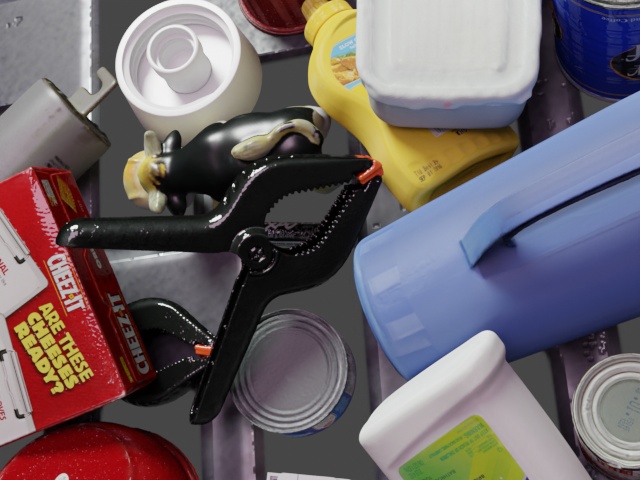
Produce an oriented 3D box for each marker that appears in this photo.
[{"bbox_3d":[-0.033,-0.005,0.783,0.121,0.020,0.020,1,74,17],"label":"marker"}]

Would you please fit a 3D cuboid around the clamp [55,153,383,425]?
[{"bbox_3d":[-0.055,0.001,0.700,0.210,0.036,0.164,-41,109,-1],"label":"clamp"}]

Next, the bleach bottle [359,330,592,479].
[{"bbox_3d":[0.137,0.179,0.617,0.103,0.068,0.251,-39,90,28],"label":"bleach bottle"}]

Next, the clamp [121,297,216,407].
[{"bbox_3d":[-0.150,0.071,0.782,0.171,0.039,0.120,-8,81,13],"label":"clamp"}]

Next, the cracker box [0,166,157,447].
[{"bbox_3d":[-0.244,0.065,0.743,0.214,0.072,0.164,-23,89,12],"label":"cracker box"}]

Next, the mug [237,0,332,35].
[{"bbox_3d":[-0.039,-0.226,0.818,0.093,0.081,0.117,-35,68,3],"label":"mug"}]

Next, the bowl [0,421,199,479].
[{"bbox_3d":[-0.162,0.177,0.709,0.162,0.055,0.162,-7,44,7],"label":"bowl"}]

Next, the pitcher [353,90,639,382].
[{"bbox_3d":[0.143,-0.001,0.655,0.243,0.149,0.145,-26,26,16],"label":"pitcher"}]

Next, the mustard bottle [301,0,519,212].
[{"bbox_3d":[0.047,-0.110,0.764,0.096,0.058,0.192,-27,64,-25],"label":"mustard bottle"}]

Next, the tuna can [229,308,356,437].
[{"bbox_3d":[-0.019,0.093,0.741,0.086,0.033,0.086,-5,72,14],"label":"tuna can"}]
